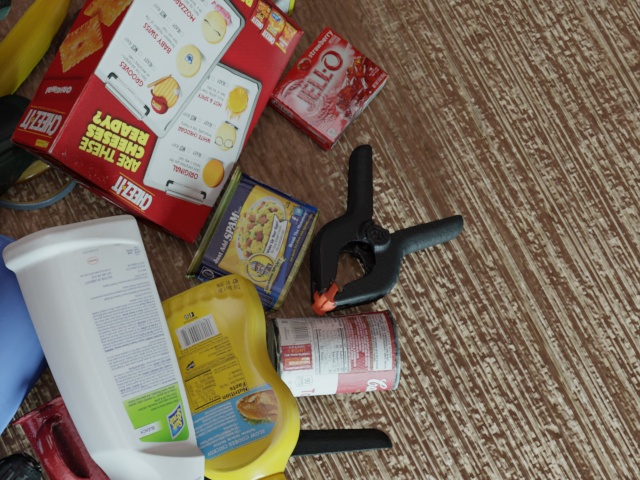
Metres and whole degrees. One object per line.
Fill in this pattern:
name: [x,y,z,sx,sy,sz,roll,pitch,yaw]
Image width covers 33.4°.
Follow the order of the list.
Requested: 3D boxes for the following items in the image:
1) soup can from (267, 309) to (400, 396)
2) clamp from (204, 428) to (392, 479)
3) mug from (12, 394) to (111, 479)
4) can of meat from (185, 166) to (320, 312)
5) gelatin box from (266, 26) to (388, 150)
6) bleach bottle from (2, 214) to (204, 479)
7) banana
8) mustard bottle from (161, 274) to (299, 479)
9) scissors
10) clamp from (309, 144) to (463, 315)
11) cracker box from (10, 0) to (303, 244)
soup can: [0.010,0.095,0.894,0.102,0.068,0.068,-3,78,-9]
clamp: [-0.055,0.176,0.881,0.210,0.036,0.164,39,76,4]
mug: [-0.184,0.157,0.830,0.093,0.117,0.081,-29,88,8]
can of meat: [-0.056,0.001,0.912,0.084,0.057,0.102,25,76,-5]
gelatin box: [0.006,-0.137,0.966,0.073,0.030,0.089,39,75,2]
bleach bottle: [-0.148,0.111,0.784,0.102,0.068,0.251,-14,85,-49]
banana: [-0.276,-0.141,0.906,0.037,0.070,0.197,40,66,-7]
mustard bottle: [-0.069,0.130,0.839,0.096,0.058,0.192,-24,74,9]
scissors: [-0.310,-0.050,0.906,0.201,0.016,0.096,-14,78,-12]
clamp: [0.037,-0.008,0.920,0.120,0.039,0.171,41,53,11]
cracker box: [-0.128,-0.130,0.873,0.164,0.072,0.213,36,77,-44]
